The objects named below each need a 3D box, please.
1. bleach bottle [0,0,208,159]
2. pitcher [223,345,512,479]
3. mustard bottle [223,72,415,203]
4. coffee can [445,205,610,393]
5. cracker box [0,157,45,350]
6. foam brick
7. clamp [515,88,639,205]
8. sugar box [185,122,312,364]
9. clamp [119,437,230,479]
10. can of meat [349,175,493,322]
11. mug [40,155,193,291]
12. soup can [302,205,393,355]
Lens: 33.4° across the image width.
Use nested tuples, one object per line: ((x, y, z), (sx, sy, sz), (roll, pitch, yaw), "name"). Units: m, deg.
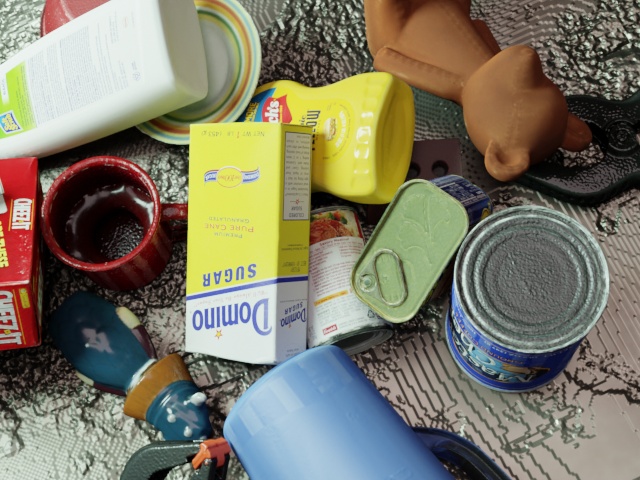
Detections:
((-0.215, -0.124, 0.864), (0.251, 0.068, 0.102), (-16, 76, 23), "bleach bottle")
((0.049, 0.191, 0.743), (0.145, 0.149, 0.243), (-43, 69, 11), "pitcher")
((-0.021, -0.079, 0.842), (0.192, 0.058, 0.096), (3, 81, 37), "mustard bottle")
((0.144, 0.047, 0.768), (0.103, 0.140, 0.103), (-1, 71, 4), "coffee can")
((-0.319, 0.016, 0.802), (0.213, 0.072, 0.164), (-5, 39, -8), "cracker box")
((0.073, -0.047, 0.853), (0.078, 0.051, 0.053), (-4, 71, 4), "foam brick")
((0.247, -0.069, 0.853), (0.210, 0.036, 0.164), (-14, 70, 2), "clamp")
((-0.055, 0.001, 0.801), (0.094, 0.048, 0.176), (3, 91, 38), "sugar box")
((-0.121, 0.208, 0.762), (0.172, 0.039, 0.120), (-38, 80, 25), "clamp")
((0.077, 0.003, 0.780), (0.057, 0.083, 0.102), (35, 110, 16), "can of meat")
((-0.152, -0.010, 0.843), (0.117, 0.081, 0.093), (-9, 71, 2), "mug")
((0.011, 0.033, 0.822), (0.068, 0.068, 0.102), (-17, 71, -1), "soup can")
